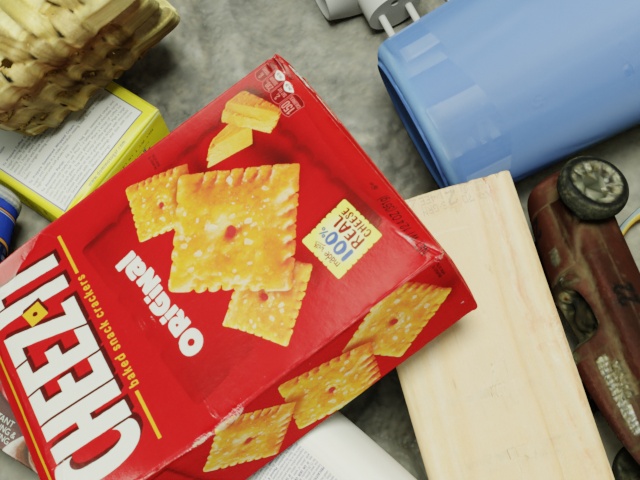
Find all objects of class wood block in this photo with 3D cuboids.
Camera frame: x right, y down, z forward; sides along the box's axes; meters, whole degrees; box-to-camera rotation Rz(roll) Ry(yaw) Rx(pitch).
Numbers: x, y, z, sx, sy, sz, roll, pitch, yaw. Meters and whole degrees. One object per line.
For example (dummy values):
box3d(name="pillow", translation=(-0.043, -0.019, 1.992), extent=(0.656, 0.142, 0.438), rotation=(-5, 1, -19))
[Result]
box3d(name="wood block", translation=(0.090, 0.081, 0.577), extent=(0.090, 0.091, 0.206), rotation=(-16, 72, 3))

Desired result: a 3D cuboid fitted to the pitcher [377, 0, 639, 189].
box3d(name="pitcher", translation=(0.155, -0.130, 0.609), extent=(0.243, 0.145, 0.149), rotation=(-28, 69, 4))

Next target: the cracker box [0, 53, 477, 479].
box3d(name="cracker box", translation=(-0.057, 0.028, 0.535), extent=(0.214, 0.072, 0.164), rotation=(-37, 54, 2))

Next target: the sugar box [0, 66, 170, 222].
box3d(name="sugar box", translation=(-0.194, -0.083, 0.681), extent=(0.176, 0.048, 0.093), rotation=(32, 76, 17))
